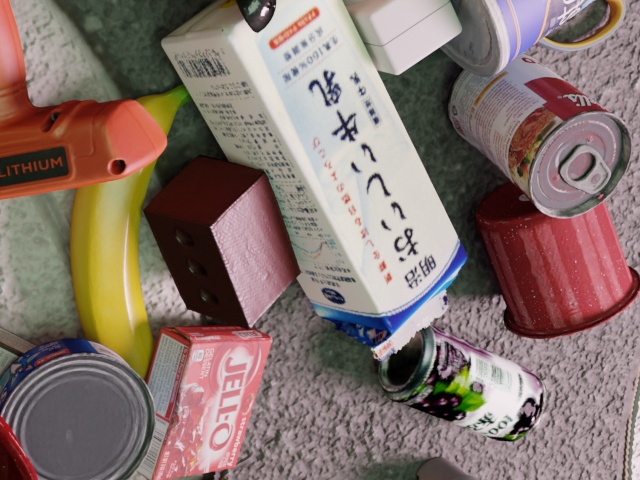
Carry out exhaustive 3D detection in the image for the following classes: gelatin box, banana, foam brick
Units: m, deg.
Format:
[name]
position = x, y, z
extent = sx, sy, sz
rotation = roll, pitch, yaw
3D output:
[gelatin box]
position = -0.071, 0.094, 0.633
extent = 0.073, 0.030, 0.089
rotation = 5, 105, -54
[banana]
position = -0.108, 0.003, 0.604
extent = 0.069, 0.037, 0.198
rotation = 5, 102, -24
[foam brick]
position = -0.054, 0.001, 0.600
extent = 0.051, 0.053, 0.078
rotation = -46, 134, -33

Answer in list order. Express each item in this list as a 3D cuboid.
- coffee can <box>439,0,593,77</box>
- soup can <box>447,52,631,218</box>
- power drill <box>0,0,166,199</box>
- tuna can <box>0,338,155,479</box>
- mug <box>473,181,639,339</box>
[coffee can]
position = 0.123, -0.174, 0.604
extent = 0.140, 0.103, 0.102
rotation = -36, 115, -8
[soup can]
position = 0.128, -0.067, 0.641
extent = 0.068, 0.102, 0.068
rotation = -13, 126, -18
[power drill]
position = -0.136, -0.118, 0.496
extent = 0.185, 0.057, 0.187
rotation = -8, 110, 24
[tuna can]
position = -0.135, 0.097, 0.578
extent = 0.086, 0.034, 0.086
rotation = -7, 105, -26
[mug]
position = 0.156, -0.001, 0.695
extent = 0.117, 0.093, 0.081
rotation = -42, 116, -42
